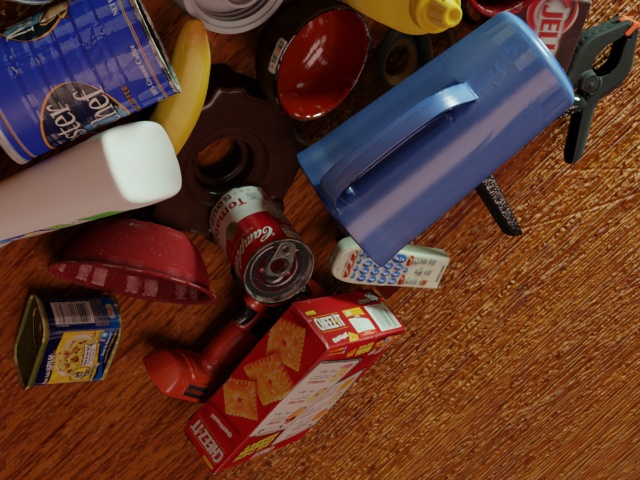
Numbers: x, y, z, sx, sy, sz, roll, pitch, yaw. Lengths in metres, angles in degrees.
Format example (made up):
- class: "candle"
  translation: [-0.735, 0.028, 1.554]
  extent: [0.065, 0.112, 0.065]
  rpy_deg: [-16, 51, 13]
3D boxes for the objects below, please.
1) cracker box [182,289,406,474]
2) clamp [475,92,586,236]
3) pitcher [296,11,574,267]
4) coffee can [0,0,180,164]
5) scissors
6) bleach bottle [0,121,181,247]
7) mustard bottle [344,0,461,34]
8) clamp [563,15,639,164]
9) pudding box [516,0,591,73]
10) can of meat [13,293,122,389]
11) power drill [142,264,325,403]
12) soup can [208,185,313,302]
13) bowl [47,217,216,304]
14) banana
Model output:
- class: "cracker box"
  translation: [-0.029, 0.150, 1.168]
  extent: [0.214, 0.072, 0.163]
  rpy_deg: [-49, 158, 26]
- class: "clamp"
  translation: [0.164, -0.108, 1.088]
  extent: [0.209, 0.036, 0.165]
  rpy_deg: [23, 106, -25]
- class: "pitcher"
  translation: [0.105, -0.097, 0.974]
  extent: [0.243, 0.149, 0.145]
  rpy_deg: [-38, 121, 9]
- class: "coffee can"
  translation: [-0.195, -0.135, 0.841]
  extent: [0.140, 0.103, 0.102]
  rpy_deg: [-24, 133, 0]
- class: "scissors"
  translation: [0.077, -0.227, 1.027]
  extent: [0.096, 0.016, 0.201]
  rpy_deg: [-34, 134, -2]
- class: "bleach bottle"
  translation: [-0.248, -0.031, 0.910]
  extent: [0.251, 0.068, 0.102]
  rpy_deg: [-17, -177, 25]
- class: "mustard bottle"
  translation: [0.062, -0.217, 0.900]
  extent: [0.096, 0.192, 0.058]
  rpy_deg: [-7, 120, -25]
- class: "clamp"
  translation: [0.277, -0.175, 1.166]
  extent: [0.120, 0.039, 0.171]
  rpy_deg: [18, 109, -32]
- class: "pudding box"
  translation: [0.214, -0.205, 1.091]
  extent: [0.090, 0.039, 0.114]
  rpy_deg: [6, 124, -13]
- class: "can of meat"
  translation: [-0.251, 0.099, 1.064]
  extent: [0.083, 0.057, 0.102]
  rpy_deg: [0, 135, -32]
- class: "power drill"
  translation: [-0.093, 0.090, 1.122]
  extent: [0.188, 0.057, 0.184]
  rpy_deg: [-39, 154, 8]
- class: "soup can"
  translation: [-0.056, 0.001, 0.991]
  extent: [0.068, 0.102, 0.068]
  rpy_deg: [-14, 128, -19]
- class: "bowl"
  translation: [-0.174, 0.017, 1.013]
  extent: [0.161, 0.162, 0.055]
  rpy_deg: [19, 74, -38]
- class: "banana"
  translation: [-0.147, -0.100, 0.924]
  extent: [0.069, 0.037, 0.198]
  rpy_deg: [38, 109, -20]
